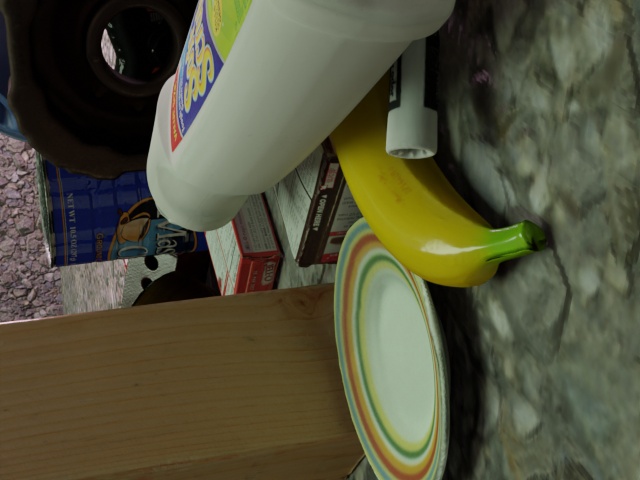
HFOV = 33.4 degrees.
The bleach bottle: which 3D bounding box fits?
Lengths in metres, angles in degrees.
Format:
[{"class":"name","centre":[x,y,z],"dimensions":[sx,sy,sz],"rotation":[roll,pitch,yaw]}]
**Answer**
[{"class":"bleach bottle","centre":[-0.029,-0.064,0.447],"dimensions":[0.251,0.068,0.102],"rotation":[130,142,-58]}]

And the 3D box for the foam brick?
[{"class":"foam brick","centre":[-0.132,0.031,0.912],"dimensions":[0.053,0.051,0.078],"rotation":[23,116,24]}]

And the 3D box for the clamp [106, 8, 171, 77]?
[{"class":"clamp","centre":[-0.116,-0.126,0.720],"dimensions":[0.039,0.120,0.171],"rotation":[27,131,47]}]

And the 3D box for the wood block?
[{"class":"wood block","centre":[-0.085,0.091,0.574],"dimensions":[0.090,0.205,0.091],"rotation":[113,147,-58]}]

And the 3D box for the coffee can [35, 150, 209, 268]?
[{"class":"coffee can","centre":[-0.146,-0.036,0.834],"dimensions":[0.103,0.140,0.103],"rotation":[174,90,-73]}]

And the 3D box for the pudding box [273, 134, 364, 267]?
[{"class":"pudding box","centre":[-0.002,-0.057,0.542],"dimensions":[0.090,0.039,0.113],"rotation":[106,154,-51]}]

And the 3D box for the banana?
[{"class":"banana","centre":[0.033,-0.048,0.443],"dimensions":[0.070,0.037,0.198],"rotation":[-47,47,29]}]

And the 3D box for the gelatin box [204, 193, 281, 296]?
[{"class":"gelatin box","centre":[-0.055,0.001,0.744],"dimensions":[0.073,0.030,0.089],"rotation":[106,152,-48]}]

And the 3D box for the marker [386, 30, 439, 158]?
[{"class":"marker","centre":[0.036,-0.092,0.401],"dimensions":[0.020,0.020,0.121],"rotation":[155,119,-72]}]
